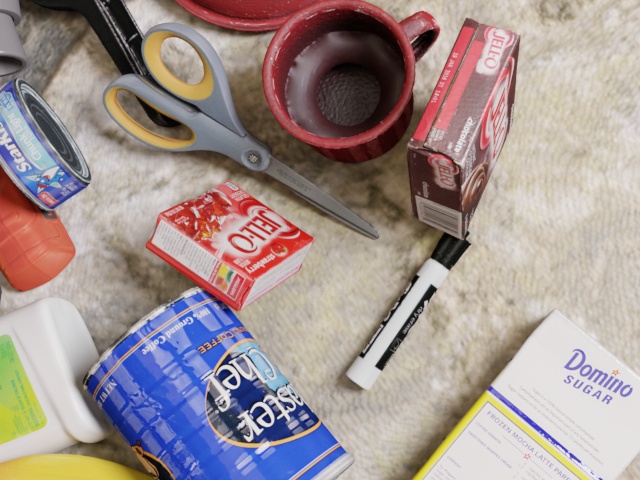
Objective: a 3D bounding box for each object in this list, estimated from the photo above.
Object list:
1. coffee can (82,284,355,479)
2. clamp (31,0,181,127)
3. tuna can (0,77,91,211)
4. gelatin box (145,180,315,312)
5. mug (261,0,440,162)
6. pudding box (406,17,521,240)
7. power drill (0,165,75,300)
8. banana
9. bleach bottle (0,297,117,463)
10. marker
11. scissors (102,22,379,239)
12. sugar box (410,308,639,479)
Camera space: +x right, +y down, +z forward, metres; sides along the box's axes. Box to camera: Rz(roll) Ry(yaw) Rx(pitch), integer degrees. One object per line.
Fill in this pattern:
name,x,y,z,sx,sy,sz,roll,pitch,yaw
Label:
coffee can,-0.062,0.112,0.651,0.103,0.102,0.140,-41,78,2
clamp,-0.155,-0.178,0.716,0.210,0.036,0.165,25,123,23
tuna can,-0.188,-0.063,0.703,0.034,0.086,0.086,-33,79,2
gelatin box,-0.054,0.001,0.672,0.073,0.089,0.030,34,118,13
mug,0.026,-0.103,0.676,0.117,0.081,0.093,-39,79,3
pudding box,0.086,-0.064,0.637,0.039,0.113,0.090,22,73,13
power drill,-0.217,-0.018,0.650,0.057,0.187,0.184,-33,77,2
banana,-0.113,0.178,0.664,0.198,0.069,0.037,34,130,-3
bleach bottle,-0.264,0.131,0.703,0.251,0.068,0.102,-26,80,7
marker,0.058,0.042,0.684,0.020,0.020,0.121,35,89,12
scissors,-0.044,-0.074,0.685,0.202,0.016,0.096,21,124,6
sugar box,0.121,0.138,0.649,0.093,0.048,0.176,41,87,12
